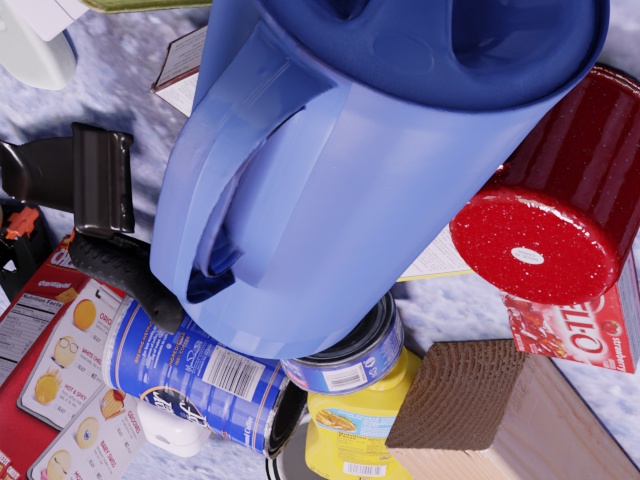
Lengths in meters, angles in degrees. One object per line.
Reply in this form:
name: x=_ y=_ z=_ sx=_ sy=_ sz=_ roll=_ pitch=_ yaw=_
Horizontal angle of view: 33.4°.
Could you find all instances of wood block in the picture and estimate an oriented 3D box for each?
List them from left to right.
wood block: x=0.149 y=0.167 z=0.740 sx=0.091 sy=0.090 sz=0.206 roll=-9 pitch=131 yaw=46

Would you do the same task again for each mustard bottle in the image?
mustard bottle: x=0.038 y=0.123 z=0.795 sx=0.096 sy=0.058 sz=0.192 roll=6 pitch=146 yaw=3

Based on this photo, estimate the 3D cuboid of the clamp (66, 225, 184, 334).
clamp: x=-0.109 y=0.028 z=0.750 sx=0.172 sy=0.039 sz=0.120 roll=30 pitch=-174 yaw=41

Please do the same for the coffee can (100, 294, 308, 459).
coffee can: x=-0.079 y=0.091 z=0.810 sx=0.140 sy=0.102 sz=0.103 roll=21 pitch=148 yaw=14

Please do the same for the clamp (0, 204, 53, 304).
clamp: x=-0.278 y=0.023 z=0.945 sx=0.164 sy=0.036 sz=0.210 roll=41 pitch=147 yaw=-17

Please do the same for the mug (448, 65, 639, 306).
mug: x=0.105 y=-0.031 z=0.496 sx=0.093 sy=0.081 sz=0.117 roll=-4 pitch=135 yaw=44

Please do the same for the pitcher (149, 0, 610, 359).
pitcher: x=-0.002 y=-0.037 z=0.442 sx=0.149 sy=0.145 sz=0.243 roll=2 pitch=151 yaw=-16

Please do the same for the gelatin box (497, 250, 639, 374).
gelatin box: x=0.143 y=0.035 z=0.611 sx=0.073 sy=0.030 sz=0.089 roll=9 pitch=144 yaw=31

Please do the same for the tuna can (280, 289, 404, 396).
tuna can: x=0.010 y=0.058 z=0.703 sx=0.086 sy=0.086 sz=0.033 roll=13 pitch=143 yaw=27

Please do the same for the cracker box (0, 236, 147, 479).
cracker box: x=-0.211 y=0.129 z=0.869 sx=0.072 sy=0.213 sz=0.164 roll=10 pitch=143 yaw=33
